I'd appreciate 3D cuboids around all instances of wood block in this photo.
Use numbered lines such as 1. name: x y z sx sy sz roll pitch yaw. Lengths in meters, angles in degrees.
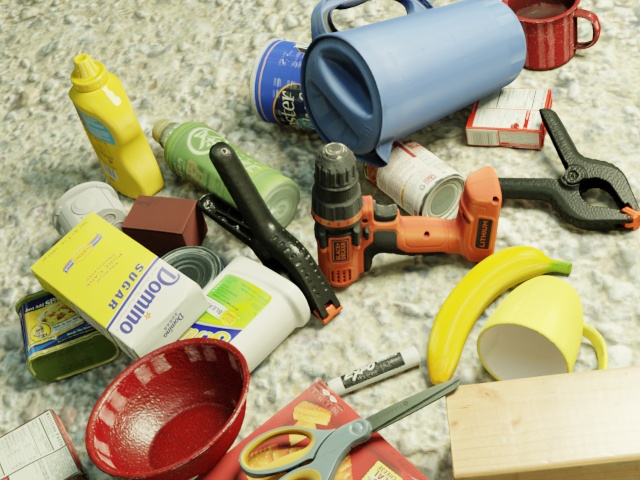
1. wood block: 0.216 0.174 0.910 0.206 0.091 0.090 -8 48 8

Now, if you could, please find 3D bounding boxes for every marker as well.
1. marker: 0.039 0.134 1.041 0.121 0.020 0.020 -21 48 -4

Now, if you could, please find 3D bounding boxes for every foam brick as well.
1. foam brick: -0.175 -0.014 1.208 0.078 0.051 0.053 6 51 20

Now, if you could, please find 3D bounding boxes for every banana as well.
1. banana: 0.162 0.062 1.059 0.197 0.037 0.070 -39 50 -19

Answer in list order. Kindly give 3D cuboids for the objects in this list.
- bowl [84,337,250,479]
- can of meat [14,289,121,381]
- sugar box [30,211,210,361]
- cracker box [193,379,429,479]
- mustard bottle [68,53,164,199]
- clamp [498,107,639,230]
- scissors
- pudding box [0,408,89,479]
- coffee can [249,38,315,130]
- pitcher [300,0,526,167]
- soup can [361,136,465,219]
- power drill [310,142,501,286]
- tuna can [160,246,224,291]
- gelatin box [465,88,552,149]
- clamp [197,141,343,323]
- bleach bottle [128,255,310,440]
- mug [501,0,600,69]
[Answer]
1. bowl: -0.128 0.164 0.962 0.162 0.055 0.162 -17 35 13
2. can of meat: -0.267 0.094 1.134 0.102 0.057 0.084 -20 49 -3
3. sugar box: -0.205 0.047 1.084 0.176 0.048 0.093 29 66 36
4. cracker box: -0.025 0.244 0.926 0.213 0.072 0.164 -37 50 -16
5. mustard bottle: -0.245 -0.138 1.240 0.058 0.191 0.096 -38 51 -19
6. clamp: 0.257 -0.056 1.132 0.120 0.039 0.172 -45 58 0
7. scissors: 0.028 0.180 0.901 0.202 0.016 0.096 -14 51 9
8. pudding box: -0.290 0.229 1.035 0.113 0.039 0.090 -28 48 -13
9. coffee can: 0.001 -0.181 1.272 0.140 0.103 0.102 13 54 25
10. pitcher: 0.103 -0.197 1.161 0.242 0.149 0.145 -25 47 -32
11. soup can: 0.103 -0.067 1.168 0.068 0.068 0.102 -35 50 -16
12. power drill: 0.084 -0.031 1.076 0.187 0.184 0.057 -3 48 -1
13. tuna can: -0.143 0.047 1.156 0.086 0.034 0.086 -8 48 8
14. gelatin box: 0.218 -0.141 1.228 0.089 0.030 0.073 5 50 19
15. clamp: -0.057 0.001 1.120 0.036 0.165 0.210 -39 90 -19
16. bleach bottle: -0.127 0.131 1.062 0.103 0.068 0.250 28 64 33
17. mug: 0.278 -0.258 1.279 0.117 0.081 0.093 13 54 25
